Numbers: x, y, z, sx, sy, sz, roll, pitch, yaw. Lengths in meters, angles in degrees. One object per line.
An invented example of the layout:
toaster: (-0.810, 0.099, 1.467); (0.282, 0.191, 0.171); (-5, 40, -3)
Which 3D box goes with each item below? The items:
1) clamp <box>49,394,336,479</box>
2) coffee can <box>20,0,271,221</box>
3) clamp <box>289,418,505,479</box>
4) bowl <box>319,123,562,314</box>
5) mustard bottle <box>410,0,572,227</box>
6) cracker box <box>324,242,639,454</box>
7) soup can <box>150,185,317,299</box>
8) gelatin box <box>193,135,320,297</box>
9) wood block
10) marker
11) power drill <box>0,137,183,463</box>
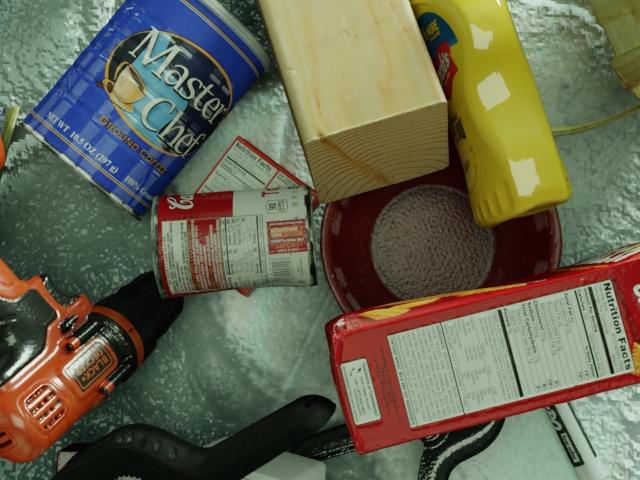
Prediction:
clamp: (-0.072, 0.149, 0.641); (0.210, 0.036, 0.164); (9, 116, 20)
coffee can: (-0.116, -0.099, 0.718); (0.103, 0.103, 0.140); (39, 87, 3)
clamp: (0.062, 0.126, 0.731); (0.120, 0.039, 0.171); (32, 79, 12)
bowl: (0.080, 0.002, 0.733); (0.162, 0.055, 0.162); (0, 86, 0)
mustard bottle: (0.098, -0.106, 0.663); (0.058, 0.096, 0.191); (-17, 86, -3)
cracker box: (0.111, 0.054, 0.618); (0.213, 0.164, 0.072); (-15, 88, 0)
soup can: (-0.055, 0.001, 0.696); (0.102, 0.068, 0.068); (-4, 86, 1)
gelatin box: (-0.053, -0.017, 0.748); (0.073, 0.030, 0.089); (37, 87, 4)
wood block: (0.009, -0.142, 0.696); (0.090, 0.091, 0.206); (-17, 67, 0)
marker: (0.164, 0.112, 0.742); (0.020, 0.020, 0.121); (-26, 86, -2)
power drill: (-0.182, 0.019, 0.671); (0.057, 0.184, 0.187); (-31, 101, 36)
